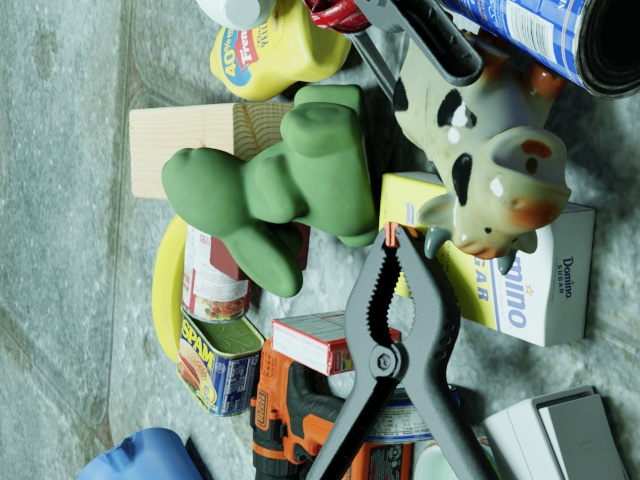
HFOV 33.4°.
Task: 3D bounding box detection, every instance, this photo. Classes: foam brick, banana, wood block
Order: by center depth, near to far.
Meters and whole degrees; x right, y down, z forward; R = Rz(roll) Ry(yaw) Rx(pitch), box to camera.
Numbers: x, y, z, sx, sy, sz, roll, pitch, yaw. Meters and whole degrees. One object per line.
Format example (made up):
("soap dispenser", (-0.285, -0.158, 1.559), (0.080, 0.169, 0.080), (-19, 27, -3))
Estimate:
("foam brick", (-0.056, 0.001, 0.979), (0.051, 0.078, 0.053), (27, 117, 49))
("wood block", (-0.097, -0.083, 1.014), (0.206, 0.090, 0.091), (8, 101, 55))
("banana", (-0.155, 0.049, 1.171), (0.070, 0.037, 0.198), (15, 109, 35))

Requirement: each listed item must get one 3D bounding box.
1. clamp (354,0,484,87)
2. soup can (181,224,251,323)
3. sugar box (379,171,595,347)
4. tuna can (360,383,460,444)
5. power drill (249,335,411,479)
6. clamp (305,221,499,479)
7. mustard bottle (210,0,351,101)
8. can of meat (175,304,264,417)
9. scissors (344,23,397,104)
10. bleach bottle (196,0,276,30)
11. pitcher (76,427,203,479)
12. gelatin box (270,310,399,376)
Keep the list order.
("clamp", (0.051, -0.155, 0.665), (0.171, 0.039, 0.120), (-138, 31, -74))
("soup can", (-0.099, 0.020, 1.044), (0.069, 0.068, 0.102), (41, 132, 45))
("sugar box", (0.111, 0.008, 0.764), (0.176, 0.048, 0.093), (18, 110, 54))
("tuna can", (0.065, 0.131, 0.817), (0.086, 0.085, 0.034), (-6, 89, 56))
("power drill", (-0.001, 0.192, 0.947), (0.188, 0.057, 0.184), (21, 112, 52))
("clamp", (0.048, 0.093, 0.757), (0.165, 0.036, 0.210), (-16, 71, 38))
("mustard bottle", (-0.046, -0.175, 0.950), (0.192, 0.058, 0.096), (-10, 76, 56))
("can of meat", (-0.105, 0.118, 1.089), (0.102, 0.057, 0.084), (44, 132, 44))
("scissors", (0.032, -0.187, 0.859), (0.202, 0.096, 0.016), (46, 146, -1))
("bleach bottle", (-0.096, -0.241, 0.913), (0.068, 0.102, 0.251), (-52, 29, 16))
("pitcher", (-0.152, 0.334, 1.144), (0.243, 0.148, 0.145), (49, 118, 35))
("gelatin box", (0.011, 0.085, 0.898), (0.089, 0.073, 0.030), (15, 108, 54))
